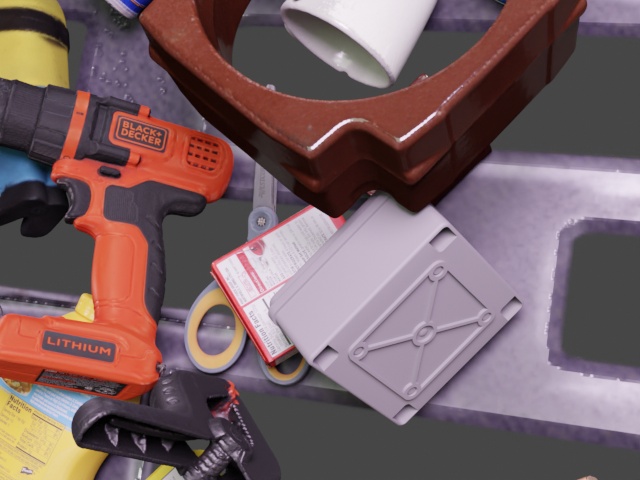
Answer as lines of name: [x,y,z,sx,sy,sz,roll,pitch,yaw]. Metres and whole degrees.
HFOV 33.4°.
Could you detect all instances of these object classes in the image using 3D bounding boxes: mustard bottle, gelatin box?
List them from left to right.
mustard bottle: [-0.171,0.110,0.697,0.096,0.058,0.191,25,87,23]
gelatin box: [-0.013,0.026,0.665,0.089,0.030,0.073,-31,76,-7]

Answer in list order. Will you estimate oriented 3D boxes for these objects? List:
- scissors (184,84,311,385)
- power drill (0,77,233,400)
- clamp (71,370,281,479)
scissors: [-0.055,0.001,0.704,0.096,0.016,0.202,-16,74,9]
power drill: [-0.152,-0.005,0.658,0.184,0.057,0.187,14,67,-16]
clamp: [-0.052,0.128,0.590,0.036,0.210,0.164,-44,92,4]
